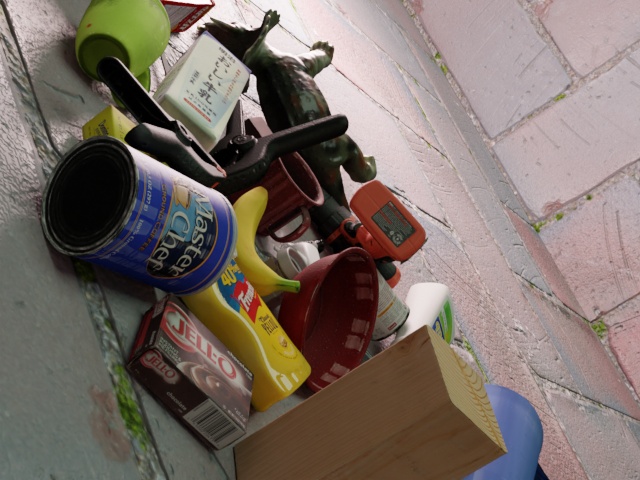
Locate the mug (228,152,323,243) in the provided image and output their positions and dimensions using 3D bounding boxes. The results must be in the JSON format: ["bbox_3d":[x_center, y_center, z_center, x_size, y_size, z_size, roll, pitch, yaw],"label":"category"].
[{"bbox_3d":[-0.051,-0.048,1.264,0.093,0.082,0.117,25,35,-58],"label":"mug"}]

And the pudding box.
[{"bbox_3d":[-0.107,0.110,0.902,0.113,0.039,0.090,49,18,-19],"label":"pudding box"}]

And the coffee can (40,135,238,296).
[{"bbox_3d":[-0.151,-0.018,0.911,0.140,0.103,0.103,29,32,-55],"label":"coffee can"}]

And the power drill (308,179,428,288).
[{"bbox_3d":[0.053,-0.019,1.389,0.184,0.057,0.188,46,-17,0],"label":"power drill"}]

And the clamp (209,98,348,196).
[{"bbox_3d":[-0.091,-0.103,1.205,0.209,0.165,0.036,-39,131,-37],"label":"clamp"}]

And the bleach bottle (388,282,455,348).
[{"bbox_3d":[0.128,0.145,1.403,0.250,0.068,0.102,-55,141,-65],"label":"bleach bottle"}]

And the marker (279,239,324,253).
[{"bbox_3d":[-0.021,0.010,1.342,0.020,0.020,0.121,58,18,8],"label":"marker"}]

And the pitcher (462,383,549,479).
[{"bbox_3d":[0.195,0.280,1.243,0.242,0.149,0.145,-49,137,-68],"label":"pitcher"}]

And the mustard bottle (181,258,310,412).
[{"bbox_3d":[-0.086,0.065,1.009,0.191,0.058,0.096,55,18,0],"label":"mustard bottle"}]

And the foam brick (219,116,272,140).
[{"bbox_3d":[-0.080,-0.110,1.348,0.078,0.053,0.051,55,17,1],"label":"foam brick"}]

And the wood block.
[{"bbox_3d":[0.037,0.174,0.888,0.090,0.206,0.091,44,21,-33],"label":"wood block"}]

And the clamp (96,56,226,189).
[{"bbox_3d":[-0.144,-0.091,1.011,0.171,0.039,0.120,43,20,-40],"label":"clamp"}]

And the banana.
[{"bbox_3d":[-0.075,0.005,1.143,0.198,0.069,0.037,-111,-158,-52],"label":"banana"}]

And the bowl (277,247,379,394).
[{"bbox_3d":[0.001,0.081,1.133,0.161,0.055,0.162,-32,128,-52],"label":"bowl"}]

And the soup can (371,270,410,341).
[{"bbox_3d":[0.059,0.070,1.362,0.102,0.069,0.068,50,18,-19],"label":"soup can"}]
